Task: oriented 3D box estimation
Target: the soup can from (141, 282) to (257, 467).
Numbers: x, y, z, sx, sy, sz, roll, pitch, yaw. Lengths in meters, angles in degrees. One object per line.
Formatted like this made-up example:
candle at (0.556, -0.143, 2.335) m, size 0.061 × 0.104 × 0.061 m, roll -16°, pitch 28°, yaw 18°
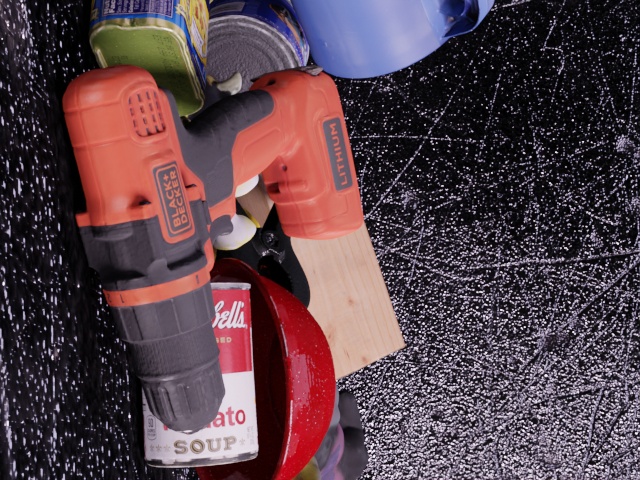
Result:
soup can at (-0.072, 0.078, 0.629) m, size 0.068 × 0.068 × 0.102 m, roll 61°, pitch 25°, yaw -84°

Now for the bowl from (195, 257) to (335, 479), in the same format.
bowl at (-0.037, 0.092, 0.690) m, size 0.162 × 0.055 × 0.162 m, roll -2°, pitch -92°, yaw 59°

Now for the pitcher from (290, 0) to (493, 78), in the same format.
pitcher at (0.021, -0.244, 0.760) m, size 0.145 × 0.149 × 0.242 m, roll -99°, pitch 165°, yaw -44°

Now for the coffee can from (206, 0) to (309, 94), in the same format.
coffee can at (-0.062, -0.142, 0.852) m, size 0.140 × 0.103 × 0.103 m, roll -88°, pitch 173°, yaw -68°

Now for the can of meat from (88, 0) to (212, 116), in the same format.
can of meat at (-0.095, -0.128, 0.607) m, size 0.102 × 0.057 × 0.084 m, roll 78°, pitch 10°, yaw -66°

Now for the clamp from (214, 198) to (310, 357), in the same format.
clamp at (-0.055, 0.001, 0.785) m, size 0.039 × 0.120 × 0.171 m, roll -46°, pitch -142°, yaw 37°

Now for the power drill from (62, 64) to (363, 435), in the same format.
power drill at (-0.047, -0.012, 0.572) m, size 0.187 × 0.057 × 0.184 m, roll -29°, pitch 111°, yaw -55°

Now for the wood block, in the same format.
wood block at (-0.015, 0.013, 0.929) m, size 0.091 × 0.090 × 0.206 m, roll -15°, pitch -85°, yaw 55°
